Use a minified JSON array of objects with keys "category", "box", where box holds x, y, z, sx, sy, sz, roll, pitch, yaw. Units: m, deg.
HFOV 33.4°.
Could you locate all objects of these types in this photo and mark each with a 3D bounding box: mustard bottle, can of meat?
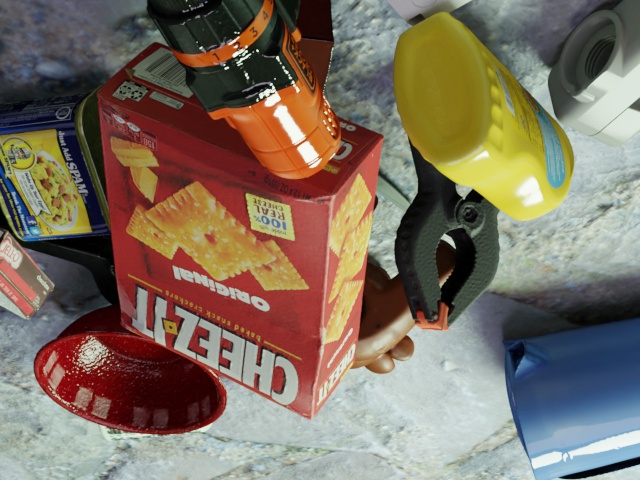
[{"category":"mustard bottle","box":[0.114,-0.063,0.669,0.058,0.096,0.191,-26,154,24]},{"category":"can of meat","box":[-0.178,-0.050,0.736,0.084,0.057,0.102,-5,118,17]}]

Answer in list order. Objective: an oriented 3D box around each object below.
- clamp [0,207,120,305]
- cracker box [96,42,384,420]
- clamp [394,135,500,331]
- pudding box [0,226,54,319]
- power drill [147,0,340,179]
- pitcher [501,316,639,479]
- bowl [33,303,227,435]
[{"category":"clamp","box":[-0.164,0.010,0.853,0.165,0.036,0.210,-15,136,18]},{"category":"cracker box","box":[-0.054,0.001,0.684,0.164,0.072,0.214,24,138,18]},{"category":"clamp","box":[0.086,-0.026,0.735,0.120,0.171,0.039,25,164,-15]},{"category":"pudding box","box":[-0.261,0.005,0.785,0.114,0.039,0.090,23,158,20]},{"category":"power drill","box":[-0.045,-0.148,0.534,0.057,0.187,0.184,-13,142,16]},{"category":"pitcher","box":[0.293,0.136,0.961,0.243,0.145,0.149,-14,172,10]},{"category":"bowl","box":[-0.153,0.100,0.891,0.162,0.055,0.162,5,142,3]}]
